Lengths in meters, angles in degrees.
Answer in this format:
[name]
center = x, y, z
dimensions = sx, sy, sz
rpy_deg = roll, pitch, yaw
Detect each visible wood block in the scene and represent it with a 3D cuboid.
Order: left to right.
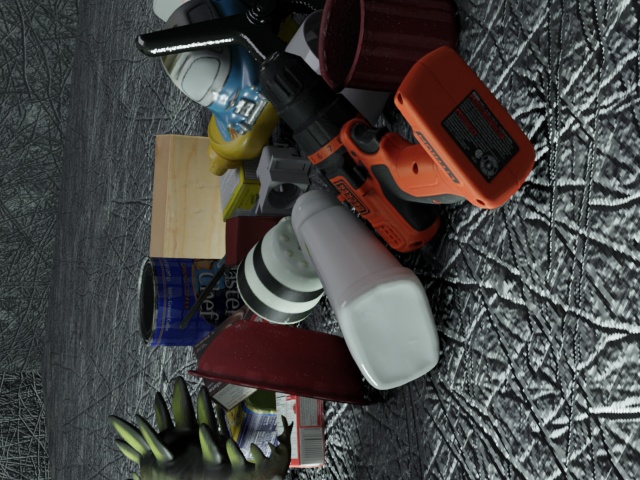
[wood block]
center = -0.171, -0.035, 1.413
dimensions = 0.091, 0.090, 0.206
rpy_deg = -166, 79, -70

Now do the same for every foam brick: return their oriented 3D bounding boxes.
[foam brick]
center = -0.057, 0.001, 1.116
dimensions = 0.053, 0.078, 0.051
rpy_deg = 174, 95, -70

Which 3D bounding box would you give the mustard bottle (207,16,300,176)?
[mustard bottle]
center = -0.075, -0.146, 1.152
dimensions = 0.192, 0.058, 0.096
rpy_deg = -58, 38, 33

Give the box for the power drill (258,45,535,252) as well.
[power drill]
center = 0.048, -0.074, 0.740
dimensions = 0.057, 0.184, 0.188
rpy_deg = -48, 13, -19

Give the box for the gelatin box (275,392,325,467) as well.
[gelatin box]
center = -0.020, 0.181, 1.068
dimensions = 0.073, 0.030, 0.089
rpy_deg = 149, 121, -68

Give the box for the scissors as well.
[scissors]
center = -0.099, 0.025, 1.174
dimensions = 0.201, 0.016, 0.096
rpy_deg = -59, -6, -19

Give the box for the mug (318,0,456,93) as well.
[mug]
center = 0.049, -0.164, 0.828
dimensions = 0.117, 0.081, 0.093
rpy_deg = -107, 28, -44

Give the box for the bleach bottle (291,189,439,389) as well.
[bleach bottle]
center = 0.021, 0.016, 0.894
dimensions = 0.251, 0.068, 0.102
rpy_deg = -121, 9, -59

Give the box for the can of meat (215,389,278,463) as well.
[can of meat]
center = -0.074, 0.182, 1.177
dimensions = 0.102, 0.057, 0.084
rpy_deg = -112, 32, -49

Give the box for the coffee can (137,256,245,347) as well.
[coffee can]
center = -0.130, 0.070, 1.218
dimensions = 0.103, 0.140, 0.103
rpy_deg = -178, 90, -70

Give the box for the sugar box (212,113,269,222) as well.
[sugar box]
center = -0.094, -0.117, 1.274
dimensions = 0.093, 0.048, 0.176
rpy_deg = 126, 145, -54

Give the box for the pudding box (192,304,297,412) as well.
[pudding box]
center = -0.076, 0.114, 1.129
dimensions = 0.113, 0.039, 0.090
rpy_deg = -40, 34, 8

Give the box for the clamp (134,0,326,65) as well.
[clamp]
center = -0.060, -0.203, 0.990
dimensions = 0.164, 0.210, 0.036
rpy_deg = -55, -16, -6

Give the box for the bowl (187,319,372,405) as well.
[bowl]
center = -0.031, 0.103, 0.925
dimensions = 0.162, 0.162, 0.055
rpy_deg = 171, 109, -70
